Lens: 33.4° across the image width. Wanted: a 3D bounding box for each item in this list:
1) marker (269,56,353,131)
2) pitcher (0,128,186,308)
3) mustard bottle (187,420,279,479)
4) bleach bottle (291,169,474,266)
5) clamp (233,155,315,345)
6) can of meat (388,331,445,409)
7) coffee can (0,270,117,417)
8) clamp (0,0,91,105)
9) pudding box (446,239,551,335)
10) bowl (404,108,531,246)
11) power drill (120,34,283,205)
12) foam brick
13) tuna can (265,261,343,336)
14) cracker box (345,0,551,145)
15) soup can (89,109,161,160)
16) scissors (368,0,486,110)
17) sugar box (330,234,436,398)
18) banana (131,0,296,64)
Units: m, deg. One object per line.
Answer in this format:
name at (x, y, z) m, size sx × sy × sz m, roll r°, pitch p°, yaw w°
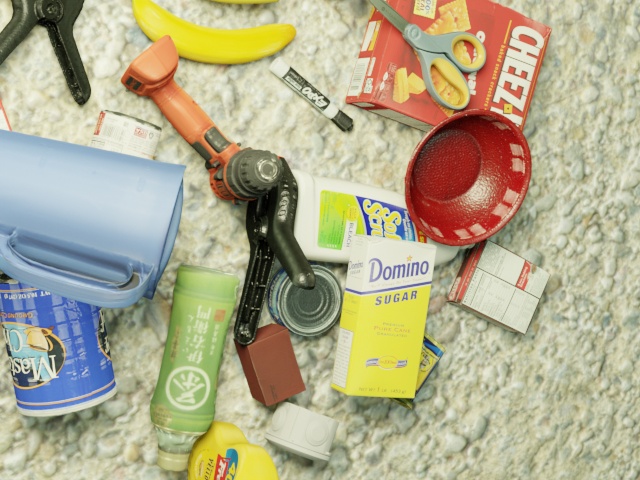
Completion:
marker at (-0.008, -0.164, 1.216) m, size 0.121 × 0.020 × 0.020 m, roll 38°, pitch 80°, yaw -23°
pitcher at (-0.254, -0.028, 0.996) m, size 0.242 × 0.149 × 0.145 m, roll 14°, pitch 88°, yaw -7°
mustard bottle at (-0.086, 0.261, 1.134) m, size 0.058 × 0.192 × 0.096 m, roll 14°, pitch 90°, yaw -25°
bleach bottle at (0.073, -0.021, 1.247) m, size 0.250 × 0.068 × 0.102 m, roll 4°, pitch 94°, yaw -27°
clamp at (-0.058, 0.001, 1.161) m, size 0.036 × 0.165 × 0.210 m, roll 13°, pitch 51°, yaw -26°
can of meat at (0.088, 0.137, 1.274) m, size 0.102 × 0.058 × 0.084 m, roll 40°, pitch 78°, yaw -22°
coffee can at (-0.269, 0.095, 1.083) m, size 0.102 × 0.103 × 0.140 m, roll -12°, pitch 101°, yaw -23°
clamp at (-0.271, -0.222, 1.077) m, size 0.120 × 0.039 × 0.171 m, roll 22°, pitch 79°, yaw -43°
pudding box at (0.224, 0.058, 1.335) m, size 0.113 × 0.039 × 0.090 m, roll 26°, pitch 86°, yaw -23°
bowl at (0.158, -0.077, 1.220) m, size 0.162 × 0.055 × 0.162 m, roll -8°, pitch 113°, yaw -19°
power drill at (-0.120, -0.118, 1.092) m, size 0.057 × 0.185 × 0.187 m, roll -41°, pitch 101°, yaw -15°
foam brick at (-0.058, 0.140, 1.211) m, size 0.053 × 0.051 × 0.078 m, roll -20°, pitch 104°, yaw -20°
tuna can at (-0.017, 0.067, 1.230) m, size 0.086 × 0.034 × 0.086 m, roll -3°, pitch 97°, yaw -24°
cracker box at (0.153, -0.208, 1.255) m, size 0.213 × 0.072 × 0.164 m, roll 17°, pitch 90°, yaw -25°
soup can at (-0.211, -0.078, 1.108) m, size 0.068 × 0.069 × 0.102 m, roll 18°, pitch 88°, yaw -25°
scissors at (0.118, -0.235, 1.181) m, size 0.096 × 0.016 × 0.201 m, roll -45°, pitch 116°, yaw -17°
sugar box at (0.072, 0.086, 1.199) m, size 0.093 × 0.048 × 0.176 m, roll 6°, pitch 95°, yaw -29°
banana at (-0.119, -0.225, 1.150) m, size 0.197 × 0.037 × 0.069 m, roll 13°, pitch 91°, yaw -25°
